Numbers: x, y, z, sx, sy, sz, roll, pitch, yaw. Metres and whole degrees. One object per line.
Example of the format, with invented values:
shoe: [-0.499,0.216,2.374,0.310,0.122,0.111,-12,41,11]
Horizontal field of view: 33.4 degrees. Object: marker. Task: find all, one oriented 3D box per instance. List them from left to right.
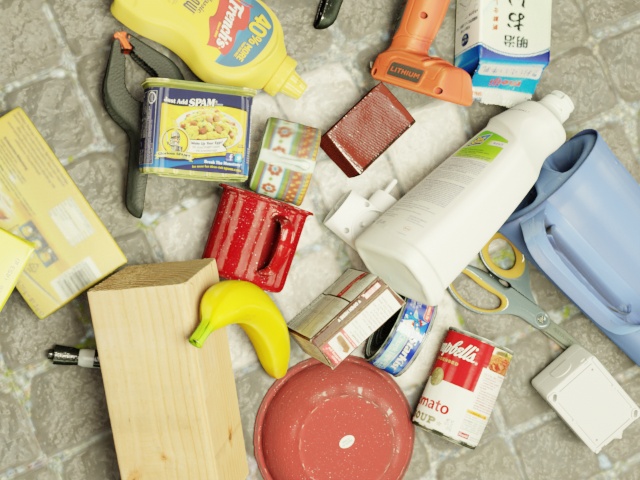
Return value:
marker: [-0.193,0.112,0.996,0.121,0.020,0.020,7,87,-10]

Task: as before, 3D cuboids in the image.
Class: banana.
banana: [-0.065,0.075,0.949,0.037,0.197,0.069,23,84,25]

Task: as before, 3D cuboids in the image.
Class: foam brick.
foam brick: [0.043,-0.105,1.030,0.078,0.053,0.051,-44,97,-10]

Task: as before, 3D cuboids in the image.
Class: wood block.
wood block: [-0.130,0.128,0.939,0.090,0.090,0.206,-5,101,14]

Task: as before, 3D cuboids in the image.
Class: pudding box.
pudding box: [0.020,0.070,0.990,0.090,0.114,0.039,-43,99,-9]

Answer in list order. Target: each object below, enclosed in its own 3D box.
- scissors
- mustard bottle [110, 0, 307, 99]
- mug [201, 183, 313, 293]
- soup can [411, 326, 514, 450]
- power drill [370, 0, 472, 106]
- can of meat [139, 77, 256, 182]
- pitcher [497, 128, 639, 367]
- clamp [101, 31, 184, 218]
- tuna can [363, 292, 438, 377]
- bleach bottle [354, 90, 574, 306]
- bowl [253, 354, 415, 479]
scissors: [0.222,0.059,1.078,0.201,0.016,0.096,23,84,-10]
mustard bottle: [-0.094,-0.196,1.001,0.191,0.058,0.096,36,64,-9]
mug: [-0.056,0.001,0.979,0.093,0.117,0.081,18,90,-30]
soup can: [0.137,0.143,1.033,0.068,0.068,0.102,24,85,-10]
power drill: [0.128,-0.224,0.988,0.057,0.185,0.188,9,101,-42]
can of meat: [-0.112,-0.098,0.964,0.102,0.058,0.084,4,90,-20]
pitcher: [0.285,0.025,1.031,0.242,0.145,0.149,46,80,-10]
clamp: [-0.144,-0.116,1.003,0.120,0.039,0.171,-17,95,-22]
tuna can: [0.076,0.084,1.014,0.033,0.086,0.086,28,84,-8]
bleach bottle: [0.151,-0.052,0.990,0.250,0.103,0.068,-43,122,-17]
bowl: [0.020,0.190,1.016,0.162,0.055,0.162,0,88,-11]
